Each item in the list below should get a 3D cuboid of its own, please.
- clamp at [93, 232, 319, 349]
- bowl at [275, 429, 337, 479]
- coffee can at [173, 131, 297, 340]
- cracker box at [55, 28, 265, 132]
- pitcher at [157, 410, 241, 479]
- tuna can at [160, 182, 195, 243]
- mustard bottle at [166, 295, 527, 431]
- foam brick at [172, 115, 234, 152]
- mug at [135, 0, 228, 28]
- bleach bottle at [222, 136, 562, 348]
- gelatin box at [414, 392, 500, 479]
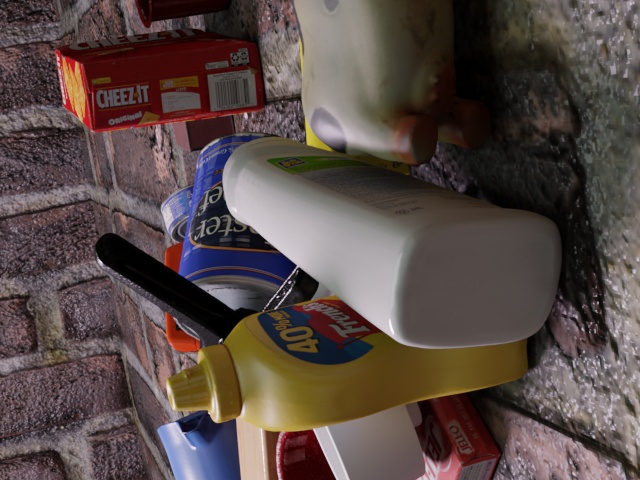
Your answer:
[{"bbox_3d":[-0.062,0.064,0.757,0.210,0.165,0.036,73,-146,-53],"label":"clamp"},{"bbox_3d":[0.029,0.205,0.829,0.162,0.055,0.162,39,138,45],"label":"bowl"},{"bbox_3d":[-0.055,0.001,0.834,0.103,0.102,0.140,104,172,-56],"label":"coffee can"},{"bbox_3d":[-0.165,-0.163,1.049,0.214,0.164,0.072,-144,47,-66],"label":"cracker box"},{"bbox_3d":[-0.077,0.296,1.174,0.145,0.149,0.243,-38,68,55],"label":"pitcher"},{"bbox_3d":[-0.126,-0.030,1.150,0.086,0.086,0.034,112,141,-62],"label":"tuna can"},{"bbox_3d":[0.010,0.063,0.589,0.096,0.191,0.058,-134,36,-61],"label":"mustard bottle"},{"bbox_3d":[-0.127,-0.128,1.146,0.078,0.051,0.053,-147,46,-67],"label":"foam brick"},{"bbox_3d":[-0.133,-0.254,1.023,0.117,0.081,0.093,-137,38,-63],"label":"mug"},{"bbox_3d":[0.018,-0.015,0.609,0.251,0.102,0.068,33,120,57],"label":"bleach bottle"},{"bbox_3d":[0.080,0.134,0.691,0.089,0.030,0.073,97,155,-47],"label":"gelatin box"}]
